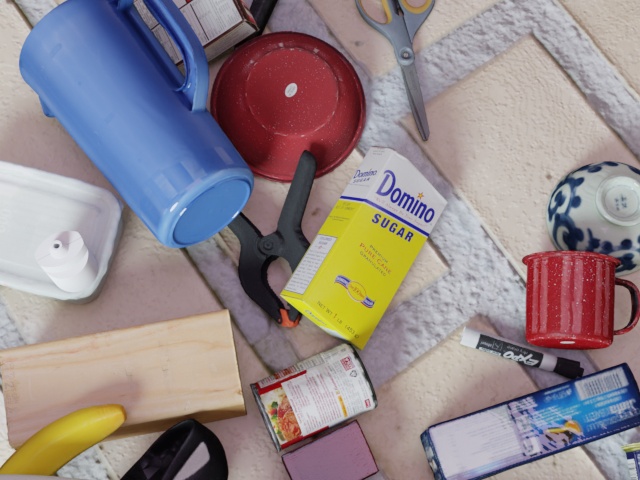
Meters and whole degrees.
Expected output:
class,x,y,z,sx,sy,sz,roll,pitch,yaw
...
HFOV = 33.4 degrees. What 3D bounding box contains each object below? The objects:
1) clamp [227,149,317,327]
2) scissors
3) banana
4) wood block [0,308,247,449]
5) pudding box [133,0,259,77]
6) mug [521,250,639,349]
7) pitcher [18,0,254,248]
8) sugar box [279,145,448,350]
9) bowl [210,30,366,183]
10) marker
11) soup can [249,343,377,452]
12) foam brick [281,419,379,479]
class,x,y,z,sx,sy,sz,roll,pitch,yaw
clamp,-0.057,0.001,1.044,0.120,0.039,0.171,-6,81,19
scissors,0.104,-0.208,1.129,0.096,0.016,0.202,-25,75,-9
banana,-0.243,0.210,0.903,0.069,0.037,0.198,32,87,-8
wood block,-0.177,0.131,0.979,0.206,0.091,0.090,-10,74,-5
pudding box,-0.132,-0.229,1.099,0.114,0.039,0.090,-30,77,16
mug,0.248,0.060,1.015,0.117,0.093,0.081,6,77,-9
pitcher,-0.166,-0.120,1.013,0.145,0.149,0.243,-33,70,-16
sugar box,0.045,0.006,1.023,0.093,0.048,0.176,41,74,-34
bowl,-0.030,-0.141,1.072,0.162,0.055,0.162,1,81,-5
marker,0.195,0.109,1.031,0.121,0.020,0.020,18,73,4
soup can,-0.006,0.145,0.991,0.102,0.068,0.068,-23,75,-8
foam brick,0.009,0.207,0.981,0.078,0.053,0.051,-25,75,-8
